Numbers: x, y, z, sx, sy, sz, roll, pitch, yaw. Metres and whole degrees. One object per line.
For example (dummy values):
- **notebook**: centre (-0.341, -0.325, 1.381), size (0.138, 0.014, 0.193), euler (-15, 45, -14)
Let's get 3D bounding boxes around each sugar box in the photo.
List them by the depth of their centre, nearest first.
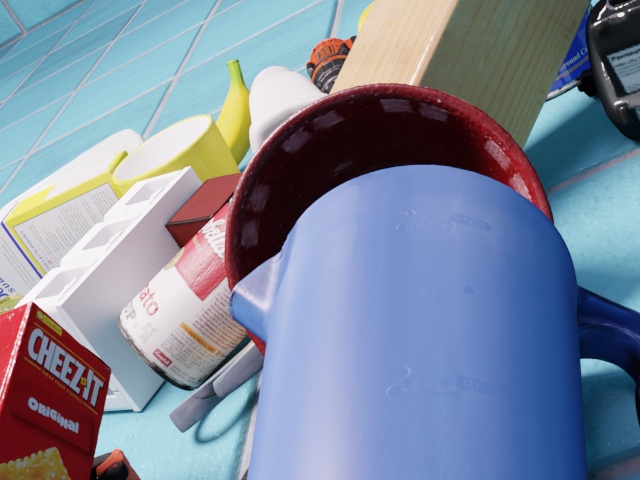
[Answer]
- **sugar box**: centre (-0.212, 0.002, 0.886), size (0.176, 0.093, 0.048), euler (-20, 25, 24)

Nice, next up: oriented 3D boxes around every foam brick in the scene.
- **foam brick**: centre (-0.055, 0.001, 0.715), size (0.051, 0.078, 0.053), euler (-6, 36, 44)

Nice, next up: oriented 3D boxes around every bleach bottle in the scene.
- **bleach bottle**: centre (-0.023, -0.090, 0.824), size (0.068, 0.102, 0.251), euler (-21, 23, 0)

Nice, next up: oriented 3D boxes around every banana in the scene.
- **banana**: centre (-0.119, -0.066, 0.942), size (0.198, 0.069, 0.037), euler (-45, -9, 6)

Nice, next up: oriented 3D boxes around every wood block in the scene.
- **wood block**: centre (0.078, -0.104, 0.635), size (0.090, 0.090, 0.206), euler (17, 80, 60)

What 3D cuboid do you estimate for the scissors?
- **scissors**: centre (-0.008, 0.039, 0.625), size (0.201, 0.016, 0.096), euler (-42, 1, -23)

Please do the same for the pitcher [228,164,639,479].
- **pitcher**: centre (0.044, 0.087, 0.377), size (0.149, 0.145, 0.242), euler (-34, 24, 26)

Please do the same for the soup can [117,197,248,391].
- **soup can**: centre (-0.065, 0.033, 0.648), size (0.102, 0.068, 0.068), euler (-45, 22, 6)

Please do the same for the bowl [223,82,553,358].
- **bowl**: centre (0.036, 0.004, 0.538), size (0.162, 0.162, 0.055), euler (-27, -4, 11)

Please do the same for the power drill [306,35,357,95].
- **power drill**: centre (0.074, -0.173, 0.926), size (0.188, 0.057, 0.184), euler (-29, 23, 7)
